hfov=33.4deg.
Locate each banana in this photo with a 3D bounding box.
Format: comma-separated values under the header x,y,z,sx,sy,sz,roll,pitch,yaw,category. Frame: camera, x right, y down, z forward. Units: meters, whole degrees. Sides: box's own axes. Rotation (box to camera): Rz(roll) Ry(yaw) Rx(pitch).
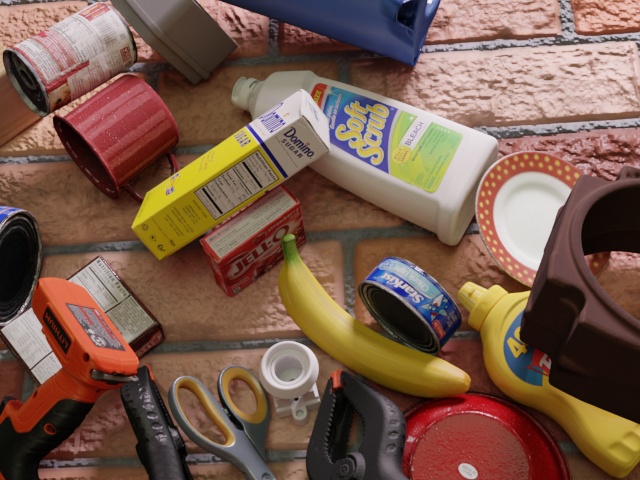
x,y,z,sx,sy,sz,roll,pitch,yaw,category
0.032,0.078,0.877,0.198,0.070,0.037,37,53,16,banana

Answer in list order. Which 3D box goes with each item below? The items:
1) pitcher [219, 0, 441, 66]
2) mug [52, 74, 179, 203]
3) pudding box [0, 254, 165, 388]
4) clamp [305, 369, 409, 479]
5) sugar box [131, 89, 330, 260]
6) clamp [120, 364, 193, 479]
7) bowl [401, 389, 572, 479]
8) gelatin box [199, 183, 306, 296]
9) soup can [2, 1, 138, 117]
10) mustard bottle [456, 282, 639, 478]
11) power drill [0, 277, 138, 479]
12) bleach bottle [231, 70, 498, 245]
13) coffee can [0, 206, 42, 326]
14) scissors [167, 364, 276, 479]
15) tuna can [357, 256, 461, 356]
x,y,z,sx,sy,sz,roll,pitch,yaw,category
-0.001,-0.262,1.011,0.243,0.149,0.145,17,75,7,pitcher
-0.177,-0.089,0.980,0.081,0.093,0.117,-40,97,-19,mug
-0.205,0.080,0.917,0.113,0.039,0.090,-37,65,-15,pudding box
0.037,0.179,0.800,0.165,0.036,0.210,-33,38,31,clamp
-0.075,-0.058,0.913,0.176,0.048,0.093,-35,19,12,sugar box
-0.123,0.163,0.824,0.039,0.120,0.171,-24,59,-13,clamp
0.115,0.183,0.820,0.162,0.055,0.162,-3,63,5,bowl
-0.056,0.001,0.921,0.089,0.073,0.030,-37,66,-13,gelatin box
-0.226,-0.166,0.968,0.102,0.068,0.068,-36,64,-26,soup can
0.190,0.095,0.855,0.192,0.058,0.096,37,70,22,mustard bottle
-0.240,0.123,0.850,0.185,0.057,0.188,45,106,30,power drill
0.028,-0.088,0.966,0.251,0.068,0.102,23,68,19,bleach bottle
-0.330,0.012,0.928,0.140,0.103,0.102,10,64,11,coffee can
-0.040,0.178,0.855,0.202,0.016,0.096,46,42,3,scissors
0.073,0.054,0.873,0.086,0.086,0.033,37,70,21,tuna can
